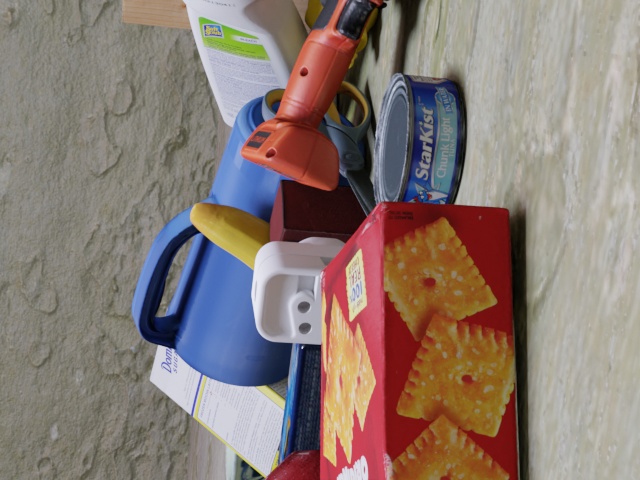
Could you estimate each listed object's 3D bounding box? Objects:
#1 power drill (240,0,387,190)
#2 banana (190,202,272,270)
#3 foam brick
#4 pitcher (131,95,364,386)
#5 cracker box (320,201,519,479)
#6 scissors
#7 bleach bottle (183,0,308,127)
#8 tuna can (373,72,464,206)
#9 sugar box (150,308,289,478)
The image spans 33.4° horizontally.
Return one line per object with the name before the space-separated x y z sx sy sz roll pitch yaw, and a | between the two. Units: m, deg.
power drill | 0.016 -0.128 0.709 0.187 0.057 0.184 -66 14 -1
banana | -0.025 0.043 0.829 0.198 0.069 0.037 59 150 -8
foam brick | 0.005 -0.007 0.787 0.053 0.078 0.051 107 165 -46
pitcher | -0.056 0.001 0.913 0.149 0.145 0.243 -54 -12 -52
cracker box | 0.041 0.103 0.535 0.164 0.072 0.213 127 146 -74
scissors | 0.003 -0.063 0.796 0.201 0.096 0.016 -92 8 -50
bleach bottle | -0.052 -0.167 0.865 0.251 0.102 0.068 77 -155 -68
tuna can | 0.056 -0.054 0.625 0.086 0.033 0.086 -176 90 -81
sugar box | -0.082 0.140 1.008 0.176 0.048 0.093 37 124 30
